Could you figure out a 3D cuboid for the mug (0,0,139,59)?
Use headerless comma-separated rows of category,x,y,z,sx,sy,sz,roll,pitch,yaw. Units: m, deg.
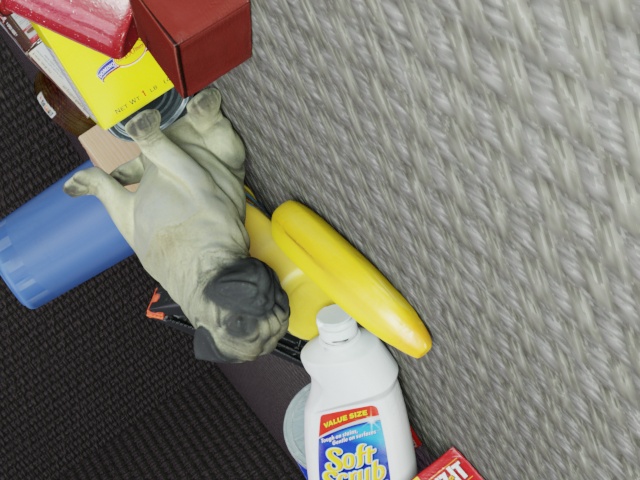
mug,-0.141,-0.175,0.662,0.081,0.117,0.093,25,-152,-5

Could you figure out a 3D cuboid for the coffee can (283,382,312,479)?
coffee can,0.025,0.213,1.098,0.103,0.102,0.140,49,168,29

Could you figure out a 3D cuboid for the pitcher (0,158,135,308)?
pitcher,-0.271,-0.025,1.273,0.145,0.242,0.149,48,167,39

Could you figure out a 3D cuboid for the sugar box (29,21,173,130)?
sugar box,-0.164,-0.176,0.751,0.048,0.093,0.176,38,161,56

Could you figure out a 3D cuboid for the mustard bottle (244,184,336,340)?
mustard bottle,-0.056,0.001,0.914,0.192,0.058,0.096,46,179,39

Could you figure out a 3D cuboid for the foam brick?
foam brick,-0.076,-0.129,0.625,0.053,0.051,0.078,54,169,10

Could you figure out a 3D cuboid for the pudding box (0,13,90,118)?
pudding box,-0.268,-0.186,1.076,0.090,0.039,0.113,47,178,37

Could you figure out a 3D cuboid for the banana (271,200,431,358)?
banana,0.010,0.015,0.750,0.069,0.037,0.198,32,-173,-36

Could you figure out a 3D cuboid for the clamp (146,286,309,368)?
clamp,-0.064,0.084,1.020,0.210,0.036,0.164,7,150,23

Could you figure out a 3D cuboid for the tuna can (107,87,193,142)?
tuna can,-0.143,-0.121,0.849,0.034,0.086,0.086,46,166,33

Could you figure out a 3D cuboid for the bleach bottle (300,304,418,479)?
bleach bottle,0.025,0.163,0.899,0.068,0.103,0.251,-65,-31,-53
